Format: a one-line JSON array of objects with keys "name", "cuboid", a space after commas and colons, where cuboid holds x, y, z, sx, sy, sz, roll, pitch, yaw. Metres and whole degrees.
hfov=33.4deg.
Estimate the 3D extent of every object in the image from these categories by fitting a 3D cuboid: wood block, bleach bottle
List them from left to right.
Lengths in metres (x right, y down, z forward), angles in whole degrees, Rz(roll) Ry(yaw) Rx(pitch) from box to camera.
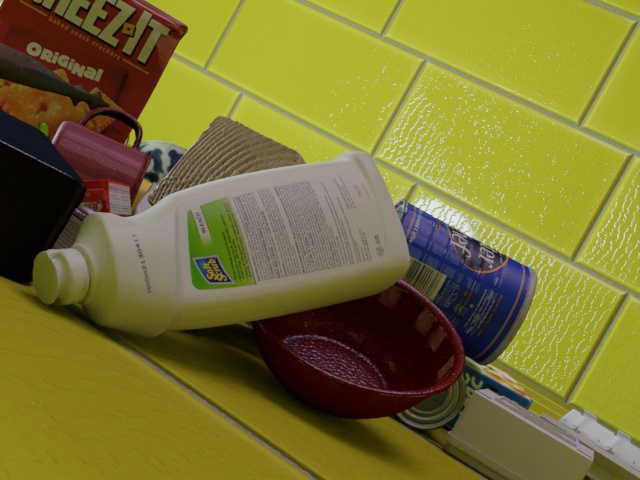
[{"name": "bleach bottle", "cuboid": [-0.059, 0.001, 0.661, 0.250, 0.068, 0.102, -7, 69, -42]}, {"name": "wood block", "cuboid": [-0.035, 0.008, 0.843, 0.091, 0.090, 0.206, 29, -17, 35]}]

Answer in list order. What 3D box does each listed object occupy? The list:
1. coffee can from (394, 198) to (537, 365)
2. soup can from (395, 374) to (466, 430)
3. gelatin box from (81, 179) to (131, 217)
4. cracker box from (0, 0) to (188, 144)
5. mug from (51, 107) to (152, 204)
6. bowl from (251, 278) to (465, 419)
[{"name": "coffee can", "cuboid": [0.113, 0.039, 0.987, 0.140, 0.103, 0.103, 28, 1, -6]}, {"name": "soup can", "cuboid": [0.086, 0.121, 0.919, 0.068, 0.068, 0.102, 29, 2, -1]}, {"name": "gelatin box", "cuboid": [-0.192, -0.030, 0.834, 0.073, 0.030, 0.089, -3, 1, 0]}, {"name": "cracker box", "cuboid": [-0.251, -0.156, 1.039, 0.164, 0.214, 0.072, 29, 1, -14]}, {"name": "mug", "cuboid": [-0.198, -0.063, 0.932, 0.081, 0.117, 0.093, 24, -14, -13]}, {"name": "bowl", "cuboid": [0.016, 0.073, 0.740, 0.162, 0.055, 0.162, 18, 27, -10]}]
